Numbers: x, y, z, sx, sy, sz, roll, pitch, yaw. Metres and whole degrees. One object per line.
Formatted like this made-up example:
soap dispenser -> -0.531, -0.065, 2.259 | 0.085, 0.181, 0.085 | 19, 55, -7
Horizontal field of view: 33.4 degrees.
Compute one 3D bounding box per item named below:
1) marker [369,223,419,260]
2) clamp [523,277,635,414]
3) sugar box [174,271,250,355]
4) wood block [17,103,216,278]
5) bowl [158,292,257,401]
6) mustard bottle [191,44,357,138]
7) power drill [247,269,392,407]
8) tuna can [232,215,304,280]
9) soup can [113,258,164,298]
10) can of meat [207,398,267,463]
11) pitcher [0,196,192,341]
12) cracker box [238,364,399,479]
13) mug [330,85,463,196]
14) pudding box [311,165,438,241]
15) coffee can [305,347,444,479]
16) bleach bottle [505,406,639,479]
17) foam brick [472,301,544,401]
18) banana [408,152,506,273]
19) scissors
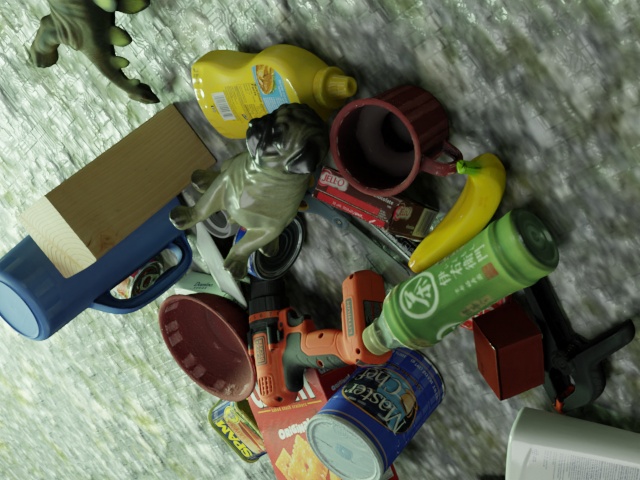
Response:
marker -> 0.071, -0.012, 1.134 | 0.121, 0.020, 0.020 | 42, 143, 6
clamp -> 0.242, 0.105, 1.063 | 0.120, 0.039, 0.171 | 43, 148, 29
sugar box -> -0.129, 0.130, 1.432 | 0.093, 0.048, 0.176 | 9, 131, 39
wood block -> -0.230, -0.058, 1.226 | 0.091, 0.205, 0.090 | 53, 143, -10
bowl -> -0.128, 0.122, 1.343 | 0.162, 0.055, 0.162 | 26, 136, 27
mustard bottle -> -0.042, -0.151, 1.083 | 0.192, 0.058, 0.096 | 4, 128, 42
power drill -> -0.009, 0.090, 1.234 | 0.188, 0.057, 0.184 | -19, 73, 41
tuna can -> -0.058, 0.001, 1.212 | 0.034, 0.086, 0.086 | 27, 139, 35
soup can -> -0.276, 0.036, 1.470 | 0.102, 0.068, 0.068 | 29, 139, 23
can of meat -> -0.098, 0.258, 1.511 | 0.102, 0.057, 0.084 | 48, 140, -3
pitcher -> -0.283, 0.019, 1.316 | 0.149, 0.242, 0.145 | 16, 135, 35
cracker box -> -0.004, 0.243, 1.348 | 0.164, 0.071, 0.214 | -21, 90, 50
mug -> 0.079, -0.093, 0.991 | 0.117, 0.081, 0.093 | 25, 122, 22
pudding box -> 0.056, -0.036, 1.058 | 0.090, 0.113, 0.039 | 27, 95, 24
coffee can -> 0.065, 0.198, 1.232 | 0.103, 0.140, 0.103 | 25, 138, 25
bleach bottle -> 0.317, 0.242, 1.073 | 0.251, 0.068, 0.102 | 10, 122, 22
foam brick -> 0.188, 0.110, 1.068 | 0.053, 0.051, 0.078 | -121, 13, -49
banana -> 0.136, -0.030, 1.022 | 0.198, 0.069, 0.037 | 106, 153, -57
scissors -> 0.019, -0.040, 1.162 | 0.202, 0.016, 0.096 | 29, 139, 21
